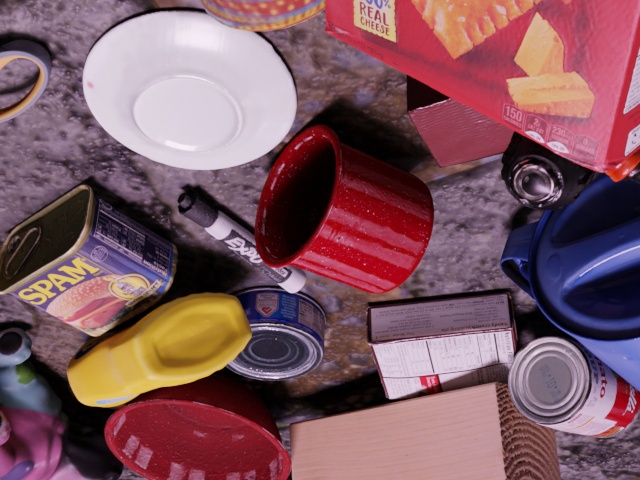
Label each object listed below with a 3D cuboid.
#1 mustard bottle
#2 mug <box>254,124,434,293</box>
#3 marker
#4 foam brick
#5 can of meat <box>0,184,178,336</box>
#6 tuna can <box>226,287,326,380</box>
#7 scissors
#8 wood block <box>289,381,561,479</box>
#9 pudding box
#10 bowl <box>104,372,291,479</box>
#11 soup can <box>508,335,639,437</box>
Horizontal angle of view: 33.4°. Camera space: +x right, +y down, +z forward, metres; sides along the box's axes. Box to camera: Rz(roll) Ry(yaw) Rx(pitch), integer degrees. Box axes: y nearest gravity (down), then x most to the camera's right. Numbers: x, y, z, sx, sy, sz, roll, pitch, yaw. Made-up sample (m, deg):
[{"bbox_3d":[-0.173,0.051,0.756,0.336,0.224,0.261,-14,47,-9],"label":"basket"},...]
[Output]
[{"bbox_3d":[-0.138,0.090,0.809,0.096,0.058,0.192,-23,179,-38],"label":"mustard bottle"},{"bbox_3d":[0.011,-0.015,0.682,0.081,0.093,0.117,21,169,-30],"label":"mug"},{"bbox_3d":[-0.055,0.001,0.750,0.020,0.020,0.121,-26,134,31],"label":"marker"},{"bbox_3d":[0.079,-0.089,0.583,0.053,0.078,0.051,-15,140,20],"label":"foam brick"},{"bbox_3d":[-0.163,0.018,0.748,0.102,0.057,0.083,-27,135,32],"label":"can of meat"},{"bbox_3d":[-0.039,0.074,0.831,0.086,0.033,0.086,1,142,1],"label":"tuna can"},{"bbox_3d":[-0.256,-0.078,0.638,0.202,0.016,0.096,-24,129,14],"label":"scissors"},{"bbox_3d":[0.082,0.182,0.879,0.207,0.091,0.090,-19,157,36],"label":"wood block"},{"bbox_3d":[0.098,0.083,0.834,0.113,0.039,0.090,-8,141,9],"label":"pudding box"},{"bbox_3d":[-0.100,0.160,0.917,0.162,0.055,0.162,7,140,6],"label":"bowl"},{"bbox_3d":[0.196,0.113,0.820,0.069,0.068,0.102,-25,152,30],"label":"soup can"}]
